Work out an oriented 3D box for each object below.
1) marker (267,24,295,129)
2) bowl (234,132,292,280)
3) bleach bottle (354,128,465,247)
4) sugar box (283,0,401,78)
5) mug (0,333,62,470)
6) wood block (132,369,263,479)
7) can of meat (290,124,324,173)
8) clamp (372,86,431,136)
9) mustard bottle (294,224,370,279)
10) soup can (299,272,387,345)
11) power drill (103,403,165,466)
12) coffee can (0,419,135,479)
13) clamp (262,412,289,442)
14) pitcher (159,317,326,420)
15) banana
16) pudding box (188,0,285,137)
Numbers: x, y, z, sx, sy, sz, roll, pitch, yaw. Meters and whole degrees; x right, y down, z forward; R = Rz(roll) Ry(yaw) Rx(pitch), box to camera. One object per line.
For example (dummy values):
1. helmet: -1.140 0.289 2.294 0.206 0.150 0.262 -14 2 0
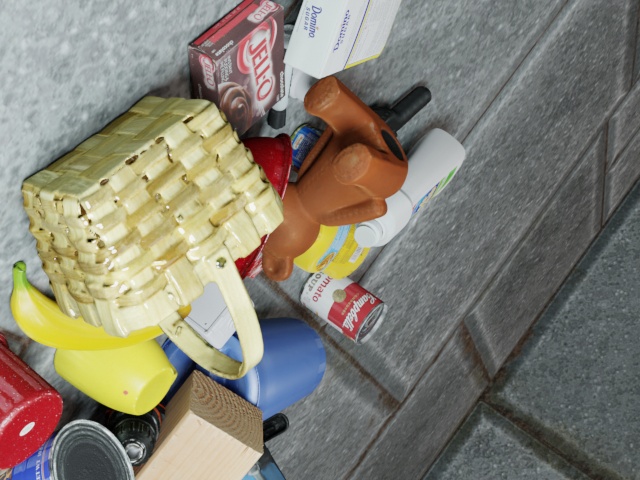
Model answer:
1. marker: -0.037 -0.156 1.044 0.020 0.020 0.121 -39 154 -37
2. bowl: -0.085 -0.036 1.008 0.162 0.055 0.162 -56 -158 36
3. bleach bottle: 0.102 -0.054 1.354 0.103 0.068 0.250 -54 175 38
4. sugar box: 0.027 -0.214 1.018 0.176 0.048 0.093 -31 145 -63
5. mug: -0.268 0.140 0.901 0.093 0.082 0.117 -52 159 -8
6. wood block: -0.156 0.250 1.111 0.206 0.090 0.090 -51 -164 15
7. can of meat: 0.015 -0.083 1.175 0.057 0.084 0.102 -59 159 9
8. clamp: 0.072 -0.122 1.309 0.171 0.039 0.120 -28 144 -51
9. mustard bottle: 0.006 -0.006 1.308 0.096 0.058 0.191 -59 159 5
10. soup can: 0.030 0.084 1.435 0.068 0.102 0.068 -45 157 -25
11. power drill: -0.226 0.234 1.077 0.188 0.057 0.184 -52 -169 3
12. coffee can: -0.253 0.233 0.962 0.140 0.103 0.102 -27 171 26
13. clamp: -0.134 0.276 1.348 0.164 0.036 0.210 -21 167 -27
14. pitcher: -0.090 0.163 1.270 0.242 0.149 0.145 -3 82 -68
15. banana: -0.200 0.069 0.946 0.197 0.037 0.070 16 122 -49
16. pudding box: -0.072 -0.150 0.949 0.090 0.039 0.113 -45 158 -28
